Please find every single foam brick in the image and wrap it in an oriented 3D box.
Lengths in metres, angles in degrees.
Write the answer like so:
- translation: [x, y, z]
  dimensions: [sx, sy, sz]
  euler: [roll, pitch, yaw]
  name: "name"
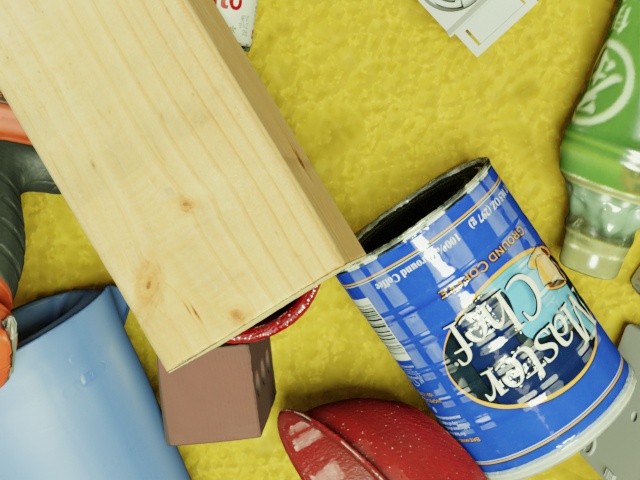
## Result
- translation: [-0.056, 0.075, 0.593]
  dimensions: [0.051, 0.078, 0.053]
  euler: [-5, 100, 5]
  name: "foam brick"

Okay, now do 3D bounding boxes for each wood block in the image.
- translation: [-0.073, -0.057, 0.484]
  dimensions: [0.090, 0.090, 0.206]
  euler: [-32, 87, 8]
  name: "wood block"

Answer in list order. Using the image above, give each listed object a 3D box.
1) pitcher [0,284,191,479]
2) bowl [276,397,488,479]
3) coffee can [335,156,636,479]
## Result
- translation: [-0.135, 0.158, 0.583]
  dimensions: [0.149, 0.145, 0.243]
  euler: [-23, 101, 3]
  name: "pitcher"
- translation: [0.049, 0.139, 0.578]
  dimensions: [0.055, 0.162, 0.162]
  euler: [-38, 97, -20]
  name: "bowl"
- translation: [0.085, 0.042, 0.567]
  dimensions: [0.103, 0.103, 0.140]
  euler: [-35, 97, 8]
  name: "coffee can"
